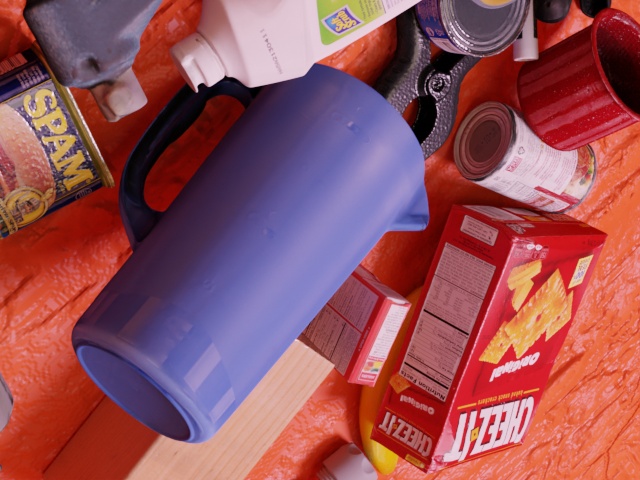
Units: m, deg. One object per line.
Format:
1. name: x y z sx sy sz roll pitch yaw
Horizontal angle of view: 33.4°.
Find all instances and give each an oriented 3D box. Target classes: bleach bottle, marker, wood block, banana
1. bleach bottle: 0.020 -0.173 0.619 0.250 0.068 0.102 -35 133 -7
2. marker: 0.155 -0.198 0.808 0.020 0.020 0.121 -3 93 -30
3. wood block: -0.099 0.135 0.797 0.206 0.091 0.090 -52 127 0
4. banana: 0.068 0.118 0.921 0.069 0.037 0.198 10 107 -32

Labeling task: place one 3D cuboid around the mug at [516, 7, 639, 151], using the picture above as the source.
1. mug: 0.209 -0.128 0.828 0.093 0.082 0.117 36 53 -25

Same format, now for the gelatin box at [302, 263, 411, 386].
1. gelatin box: 0.024 0.060 0.834 0.030 0.089 0.073 15 105 -36

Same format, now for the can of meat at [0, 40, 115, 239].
1. can of meat: -0.190 -0.061 0.670 0.084 0.057 0.102 -29 124 -13

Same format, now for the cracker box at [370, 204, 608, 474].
1. cracker box: 0.146 0.080 0.902 0.163 0.072 0.214 0 113 -50

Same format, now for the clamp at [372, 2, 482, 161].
1. clamp: 0.074 -0.131 0.806 0.120 0.039 0.171 27 91 -30

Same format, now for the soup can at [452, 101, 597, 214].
1. soup can: 0.167 -0.067 0.872 0.102 0.069 0.068 17 103 -35

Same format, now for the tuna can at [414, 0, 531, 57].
1. tuna can: 0.110 -0.177 0.771 0.086 0.034 0.086 -9 108 -31

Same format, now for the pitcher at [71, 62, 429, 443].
1. pitcher: -0.055 0.001 0.693 0.242 0.149 0.145 -52 134 -27
